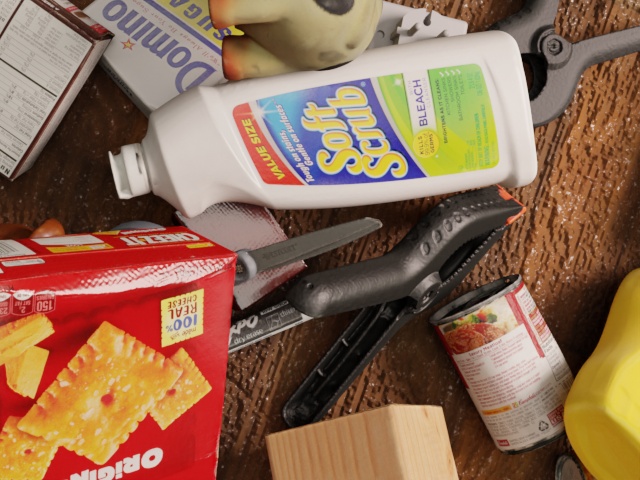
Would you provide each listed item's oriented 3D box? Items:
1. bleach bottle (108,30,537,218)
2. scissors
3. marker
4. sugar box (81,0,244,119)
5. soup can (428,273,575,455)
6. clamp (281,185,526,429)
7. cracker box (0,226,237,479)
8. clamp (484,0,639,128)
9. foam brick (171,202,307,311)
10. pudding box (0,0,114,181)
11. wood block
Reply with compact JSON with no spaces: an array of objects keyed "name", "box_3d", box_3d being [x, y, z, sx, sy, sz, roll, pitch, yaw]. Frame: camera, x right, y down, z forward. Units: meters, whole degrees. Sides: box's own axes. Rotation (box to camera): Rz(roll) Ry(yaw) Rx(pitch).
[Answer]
[{"name":"bleach bottle","box_3d":[0.000,-0.058,0.650,0.250,0.068,0.102,-13,102,-9]},{"name":"scissors","box_3d":[-0.064,0.003,0.646,0.202,0.016,0.096,-35,92,31]},{"name":"marker","box_3d":[-0.056,0.063,0.707,0.121,0.020,0.020,-23,91,-10]},{"name":"sugar box","box_3d":[-0.068,-0.162,0.705,0.176,0.048,0.093,-43,94,-11]},{"name":"soup can","box_3d":[0.126,0.082,0.713,0.068,0.068,0.102,-28,92,-11]},{"name":"clamp","box_3d":[0.052,0.023,0.676,0.209,0.164,0.036,-39,66,-18]},{"name":"cracker box","box_3d":[-0.137,0.106,0.594,0.163,0.072,0.214,-5,108,-38]},{"name":"clamp","box_3d":[0.154,-0.145,0.747,0.171,0.039,0.120,-39,92,-10]},{"name":"foam brick","box_3d":[-0.055,0.001,0.694,0.051,0.053,0.078,-35,94,-10]},{"name":"pudding box","box_3d":[-0.196,-0.107,0.662,0.090,0.039,0.114,35,110,-7]},{"name":"wood block","box_3d":[0.042,0.210,0.641,0.091,0.090,0.206,-18,74,22]}]
